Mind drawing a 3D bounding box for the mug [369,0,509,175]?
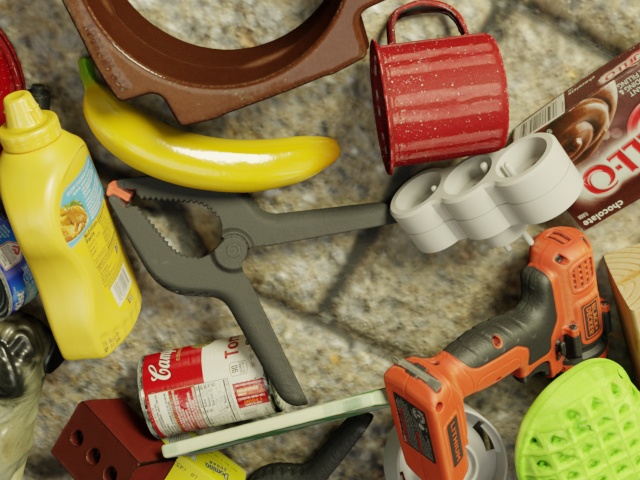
[{"bbox_3d":[0.078,-0.107,0.725,0.081,0.093,0.117,-8,80,-1],"label":"mug"}]

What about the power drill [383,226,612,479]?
[{"bbox_3d":[0.141,0.104,0.794,0.187,0.057,0.184,-34,125,-24],"label":"power drill"}]

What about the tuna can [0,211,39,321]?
[{"bbox_3d":[-0.246,0.016,0.788,0.086,0.033,0.086,25,135,28],"label":"tuna can"}]

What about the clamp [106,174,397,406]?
[{"bbox_3d":[-0.055,0.001,0.788,0.210,0.036,0.164,34,86,-4],"label":"clamp"}]

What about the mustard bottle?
[{"bbox_3d":[-0.181,-0.016,0.751,0.058,0.096,0.191,-5,122,13],"label":"mustard bottle"}]

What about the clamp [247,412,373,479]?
[{"bbox_3d":[-0.008,0.207,0.896,0.172,0.039,0.120,-12,97,16],"label":"clamp"}]

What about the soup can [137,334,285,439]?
[{"bbox_3d":[-0.085,0.113,0.839,0.102,0.068,0.068,-13,116,6],"label":"soup can"}]

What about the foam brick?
[{"bbox_3d":[-0.163,0.168,0.841,0.078,0.051,0.053,39,105,27],"label":"foam brick"}]

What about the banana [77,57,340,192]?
[{"bbox_3d":[-0.084,-0.070,0.752,0.197,0.037,0.069,18,81,-10],"label":"banana"}]
